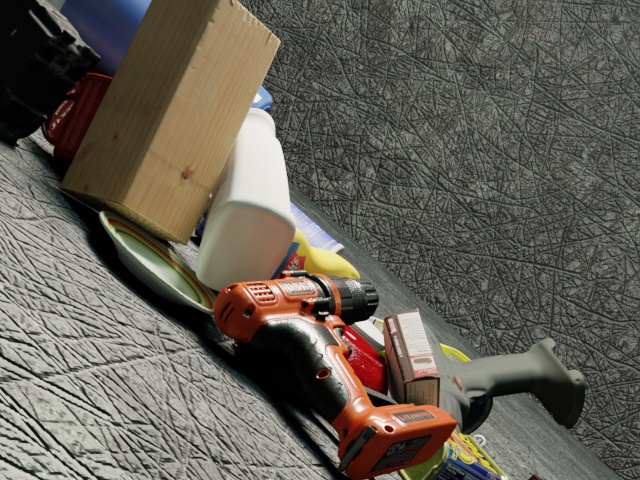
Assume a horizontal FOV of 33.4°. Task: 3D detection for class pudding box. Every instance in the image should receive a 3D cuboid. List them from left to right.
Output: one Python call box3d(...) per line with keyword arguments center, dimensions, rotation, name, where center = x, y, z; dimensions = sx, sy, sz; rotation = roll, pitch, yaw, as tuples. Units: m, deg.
box3d(center=(0.090, 0.138, 1.047), dimensions=(0.090, 0.039, 0.113), rotation=(-105, -174, -46), name="pudding box")

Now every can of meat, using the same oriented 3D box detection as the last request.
box3d(center=(0.111, 0.202, 0.976), dimensions=(0.083, 0.057, 0.102), rotation=(35, 6, -28), name="can of meat")

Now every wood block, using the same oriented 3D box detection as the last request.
box3d(center=(-0.130, -0.112, 0.944), dimensions=(0.090, 0.206, 0.090), rotation=(14, -15, 41), name="wood block")

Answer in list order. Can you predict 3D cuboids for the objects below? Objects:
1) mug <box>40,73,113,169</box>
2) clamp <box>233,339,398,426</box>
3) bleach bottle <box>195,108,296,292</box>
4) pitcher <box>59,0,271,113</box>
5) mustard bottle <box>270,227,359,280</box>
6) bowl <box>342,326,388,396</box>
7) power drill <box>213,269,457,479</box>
box3d(center=(-0.211, -0.104, 1.010), dimensions=(0.117, 0.081, 0.093), rotation=(19, -12, 11), name="mug")
box3d(center=(0.003, 0.130, 0.901), dimensions=(0.171, 0.039, 0.120), rotation=(32, 9, -12), name="clamp")
box3d(center=(-0.067, -0.059, 0.992), dimensions=(0.068, 0.103, 0.251), rotation=(21, 32, -16), name="bleach bottle")
box3d(center=(-0.177, -0.205, 1.236), dimensions=(0.243, 0.145, 0.149), rotation=(45, 22, 0), name="pitcher")
box3d(center=(-0.046, 0.030, 1.077), dimensions=(0.191, 0.096, 0.058), rotation=(35, 7, -45), name="mustard bottle")
box3d(center=(0.013, 0.113, 1.039), dimensions=(0.162, 0.055, 0.162), rotation=(40, 4, -4), name="bowl")
box3d(center=(0.024, 0.100, 0.868), dimensions=(0.184, 0.057, 0.188), rotation=(-3, 43, -48), name="power drill")
